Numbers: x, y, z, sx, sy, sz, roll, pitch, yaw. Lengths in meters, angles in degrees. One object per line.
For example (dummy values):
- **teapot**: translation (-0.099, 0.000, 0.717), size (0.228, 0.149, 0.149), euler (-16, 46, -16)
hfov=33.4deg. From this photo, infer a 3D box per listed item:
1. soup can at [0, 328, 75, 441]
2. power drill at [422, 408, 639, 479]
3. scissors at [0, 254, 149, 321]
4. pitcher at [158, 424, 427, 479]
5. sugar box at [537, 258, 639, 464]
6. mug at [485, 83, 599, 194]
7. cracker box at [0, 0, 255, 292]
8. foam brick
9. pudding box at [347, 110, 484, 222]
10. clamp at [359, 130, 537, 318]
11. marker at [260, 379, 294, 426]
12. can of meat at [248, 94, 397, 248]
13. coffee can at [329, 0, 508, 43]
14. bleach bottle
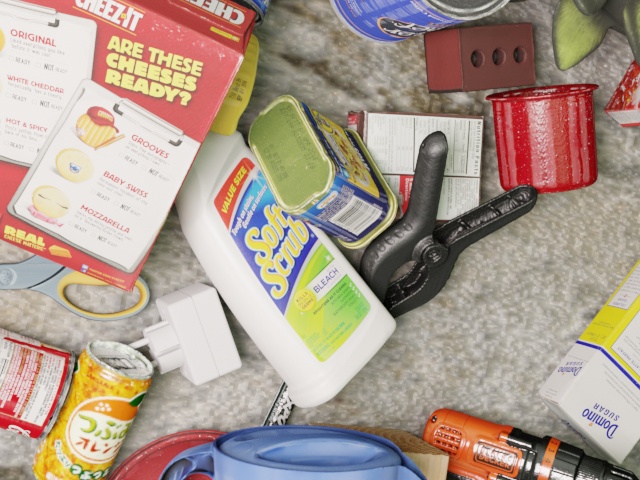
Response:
- **soup can**: translation (-0.234, 0.094, 0.753), size (0.102, 0.069, 0.068), euler (23, 85, -20)
- **power drill**: translation (0.155, 0.248, 0.874), size (0.185, 0.057, 0.187), euler (16, 89, 22)
- **scissors**: translation (-0.219, 0.009, 0.781), size (0.201, 0.016, 0.096), euler (14, 87, -21)
- **pitcher**: translation (-0.025, 0.254, 0.740), size (0.144, 0.149, 0.243), euler (1, 93, -41)
- **sugar box**: translation (0.283, 0.103, 0.963), size (0.093, 0.048, 0.176), euler (44, 82, -18)
- **mug**: translation (0.195, -0.088, 0.901), size (0.117, 0.093, 0.081), euler (-20, 107, -48)
- **cracker box**: translation (-0.158, -0.085, 0.699), size (0.164, 0.072, 0.214), euler (23, 126, -11)
- **foam brick**: translation (0.132, -0.150, 0.880), size (0.078, 0.051, 0.053), euler (-11, 100, -28)
- **pudding box**: translation (0.078, -0.060, 0.878), size (0.113, 0.039, 0.090), euler (1, 93, -23)
- **clamp**: translation (0.080, -0.006, 0.846), size (0.120, 0.039, 0.171), euler (37, 102, -30)
- **marker**: translation (-0.030, 0.131, 0.859), size (0.020, 0.020, 0.121), euler (28, 83, -20)
- **can of meat**: translation (0.000, -0.052, 0.800), size (0.057, 0.102, 0.083), euler (-40, 145, 19)
- **coffee can**: translation (0.076, -0.210, 0.813), size (0.102, 0.140, 0.103), euler (-1, 94, -21)
- **bleach bottle**: translation (-0.055, 0.001, 0.808), size (0.102, 0.068, 0.251), euler (-44, 99, -28)
